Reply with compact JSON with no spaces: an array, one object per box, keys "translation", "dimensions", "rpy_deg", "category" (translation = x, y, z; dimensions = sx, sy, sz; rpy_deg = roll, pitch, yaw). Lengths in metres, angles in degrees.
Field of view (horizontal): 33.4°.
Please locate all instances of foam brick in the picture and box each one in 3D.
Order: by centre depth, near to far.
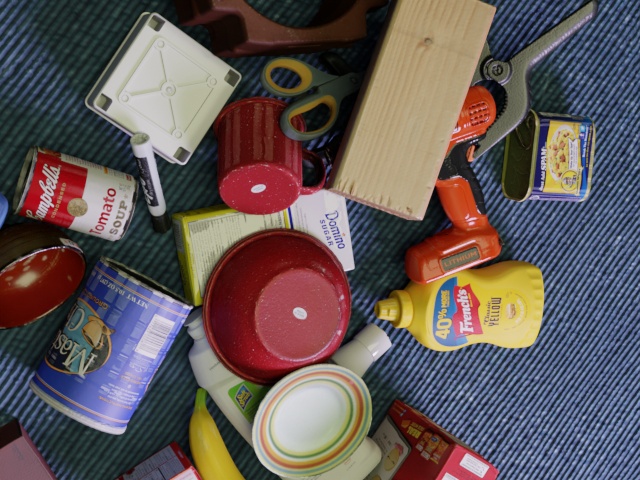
[{"translation":[-0.296,0.225,1.041],"dimensions":[0.053,0.051,0.078],"rpy_deg":[-31,108,-14],"category":"foam brick"}]

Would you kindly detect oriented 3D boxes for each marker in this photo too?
[{"translation":[-0.163,-0.052,1.031],"dimensions":[0.020,0.020,0.121],"rpy_deg":[-22,137,-16],"category":"marker"}]

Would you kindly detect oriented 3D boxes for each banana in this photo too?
[{"translation":[-0.088,0.250,1.117],"dimensions":[0.069,0.037,0.197],"rpy_deg":[-47,117,-43],"category":"banana"}]

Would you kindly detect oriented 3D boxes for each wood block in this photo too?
[{"translation":[0.082,-0.130,1.006],"dimensions":[0.091,0.090,0.206],"rpy_deg":[20,90,-4],"category":"wood block"}]

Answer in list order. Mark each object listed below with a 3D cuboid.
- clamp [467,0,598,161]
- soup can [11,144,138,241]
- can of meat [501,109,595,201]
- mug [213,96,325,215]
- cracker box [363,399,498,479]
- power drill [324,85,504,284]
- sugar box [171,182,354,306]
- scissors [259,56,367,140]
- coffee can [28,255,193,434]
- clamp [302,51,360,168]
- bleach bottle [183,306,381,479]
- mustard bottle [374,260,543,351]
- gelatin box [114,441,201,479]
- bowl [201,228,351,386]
[{"translation":[0.198,-0.185,1.139],"dimensions":[0.164,0.036,0.210],"rpy_deg":[11,100,6],"category":"clamp"},{"translation":[-0.232,-0.043,1.010],"dimensions":[0.102,0.069,0.068],"rpy_deg":[17,93,-23],"category":"soup can"},{"translation":[0.255,-0.093,1.187],"dimensions":[0.083,0.058,0.102],"rpy_deg":[2,98,-22],"category":"can of meat"},{"translation":[-0.049,-0.076,1.043],"dimensions":[0.117,0.093,0.081],"rpy_deg":[17,50,-24],"category":"mug"},{"translation":[0.079,0.294,1.130],"dimensions":[0.072,0.164,0.213],"rpy_deg":[33,87,-20],"category":"cracker box"},{"translation":[0.107,-0.052,1.108],"dimensions":[0.184,0.057,0.187],"rpy_deg":[-19,115,-9],"category":"power drill"},{"translation":[-0.057,0.001,1.095],"dimensions":[0.176,0.048,0.093],"rpy_deg":[-12,102,-22],"category":"sugar box"},{"translation":[0.013,-0.168,1.064],"dimensions":[0.096,0.016,0.201],"rpy_deg":[46,50,-2],"category":"scissors"},{"translation":[-0.201,0.100,1.027],"dimensions":[0.102,0.103,0.140],"rpy_deg":[30,88,-22],"category":"coffee can"},{"translation":[0.059,-0.131,1.119],"dimensions":[0.171,0.039,0.120],"rpy_deg":[2,103,-24],"category":"clamp"},{"translation":[-0.048,0.165,1.118],"dimensions":[0.102,0.068,0.250],"rpy_deg":[-41,108,-11],"category":"bleach bottle"},{"translation":[0.150,0.073,1.176],"dimensions":[0.191,0.058,0.096],"rpy_deg":[-1,104,-20],"category":"mustard bottle"},{"translation":[-0.169,0.250,1.080],"dimensions":[0.089,0.073,0.030],"rpy_deg":[-32,109,-13],"category":"gelatin box"},{"translation":[-0.032,0.070,1.055],"dimensions":[0.161,0.055,0.162],"rpy_deg":[-2,95,-23],"category":"bowl"}]
